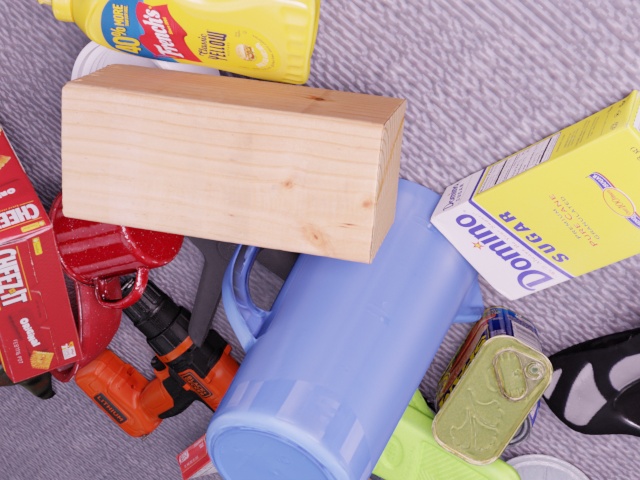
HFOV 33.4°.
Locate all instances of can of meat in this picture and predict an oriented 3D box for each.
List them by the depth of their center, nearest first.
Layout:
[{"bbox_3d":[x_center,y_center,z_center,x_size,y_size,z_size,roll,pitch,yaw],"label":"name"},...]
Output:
[{"bbox_3d":[0.130,0.108,0.819,0.057,0.084,0.102,30,106,-1],"label":"can of meat"}]

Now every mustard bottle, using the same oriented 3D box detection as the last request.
[{"bbox_3d":[-0.097,-0.154,0.702,0.191,0.058,0.096,10,158,0],"label":"mustard bottle"}]

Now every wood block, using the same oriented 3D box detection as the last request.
[{"bbox_3d":[-0.056,-0.055,0.700,0.206,0.090,0.090,9,110,11],"label":"wood block"}]

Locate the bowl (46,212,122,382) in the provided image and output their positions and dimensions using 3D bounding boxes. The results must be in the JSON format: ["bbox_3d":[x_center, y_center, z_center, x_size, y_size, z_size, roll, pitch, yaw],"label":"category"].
[{"bbox_3d":[-0.228,0.049,1.001,0.162,0.055,0.162,22,116,55],"label":"bowl"}]

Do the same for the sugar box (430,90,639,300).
[{"bbox_3d":[0.168,-0.024,0.721,0.093,0.048,0.177,44,137,-15],"label":"sugar box"}]

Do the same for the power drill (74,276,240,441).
[{"bbox_3d":[-0.170,0.127,1.077,0.188,0.057,0.184,-24,112,46],"label":"power drill"}]

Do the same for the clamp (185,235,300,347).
[{"bbox_3d":[-0.056,0.001,0.883,0.165,0.036,0.210,-3,122,16],"label":"clamp"}]

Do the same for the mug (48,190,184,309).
[{"bbox_3d":[-0.171,0.000,0.911,0.082,0.117,0.093,-12,162,33],"label":"mug"}]

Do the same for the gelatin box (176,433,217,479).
[{"bbox_3d":[-0.094,0.215,1.100,0.073,0.089,0.030,-43,60,49],"label":"gelatin box"}]

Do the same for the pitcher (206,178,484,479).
[{"bbox_3d":[0.008,0.069,0.761,0.149,0.242,0.145,2,130,29],"label":"pitcher"}]

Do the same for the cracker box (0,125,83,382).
[{"bbox_3d":[-0.280,-0.010,0.911,0.214,0.072,0.164,54,155,39],"label":"cracker box"}]
